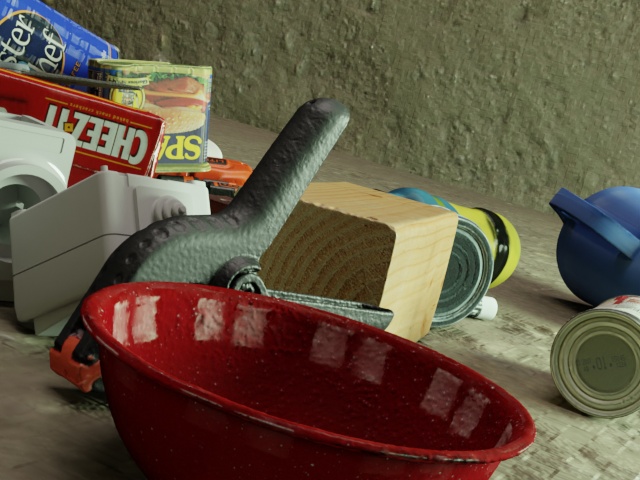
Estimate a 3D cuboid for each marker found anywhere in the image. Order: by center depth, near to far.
[{"bbox_3d":[0.086,0.045,0.842,0.120,0.020,0.020,11,9,-27],"label":"marker"}]

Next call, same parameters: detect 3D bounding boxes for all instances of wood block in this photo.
[{"bbox_3d":[0.016,0.018,0.643,0.091,0.090,0.206,16,8,15],"label":"wood block"}]

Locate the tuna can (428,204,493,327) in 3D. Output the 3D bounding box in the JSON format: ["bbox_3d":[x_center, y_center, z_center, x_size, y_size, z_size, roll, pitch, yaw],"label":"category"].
[{"bbox_3d":[0.082,0.019,0.774,0.086,0.086,0.034,11,10,-26],"label":"tuna can"}]

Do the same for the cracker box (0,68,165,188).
[{"bbox_3d":[-0.192,-0.057,0.689,0.164,0.072,0.214,15,-6,-12],"label":"cracker box"}]

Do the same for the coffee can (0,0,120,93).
[{"bbox_3d":[-0.255,-0.154,0.896,0.140,0.103,0.103,30,-1,-32],"label":"coffee can"}]

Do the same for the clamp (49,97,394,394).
[{"bbox_3d":[-0.038,0.008,0.464,0.171,0.120,0.039,-19,15,-37],"label":"clamp"}]

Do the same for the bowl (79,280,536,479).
[{"bbox_3d":[-0.010,0.065,0.375,0.162,0.055,0.162,15,8,-2],"label":"bowl"}]

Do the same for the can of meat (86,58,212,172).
[{"bbox_3d":[-0.136,-0.099,0.845,0.101,0.084,0.058,-3,14,-34],"label":"can of meat"}]

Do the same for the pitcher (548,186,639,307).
[{"bbox_3d":[0.317,0.027,1.017,0.149,0.145,0.243,-6,13,-5],"label":"pitcher"}]
